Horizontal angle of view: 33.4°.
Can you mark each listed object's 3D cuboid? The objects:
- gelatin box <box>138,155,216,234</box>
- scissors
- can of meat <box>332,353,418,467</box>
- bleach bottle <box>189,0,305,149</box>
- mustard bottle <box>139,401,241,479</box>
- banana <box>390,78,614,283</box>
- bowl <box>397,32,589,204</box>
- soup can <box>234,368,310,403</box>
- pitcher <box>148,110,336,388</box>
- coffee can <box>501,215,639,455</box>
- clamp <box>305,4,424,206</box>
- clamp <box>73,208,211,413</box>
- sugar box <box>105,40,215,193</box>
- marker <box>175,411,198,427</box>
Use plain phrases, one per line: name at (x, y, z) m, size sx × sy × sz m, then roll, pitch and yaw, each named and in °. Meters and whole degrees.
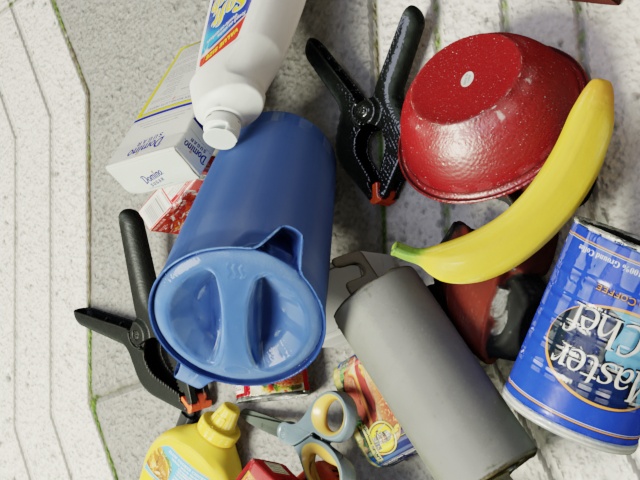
gelatin box at (-0.121, -0.043, 1.037) m, size 0.089 × 0.073 × 0.030 m, roll -45°, pitch 62°, yaw 24°
scissors at (-0.019, 0.153, 0.933) m, size 0.202 × 0.016 × 0.096 m, roll 34°, pitch 112°, yaw 57°
can of meat at (0.067, 0.128, 0.887) m, size 0.084 × 0.057 × 0.102 m, roll -35°, pitch 65°, yaw 33°
bleach bottle at (-0.059, -0.191, 0.944) m, size 0.103 × 0.068 × 0.250 m, roll -18°, pitch 48°, yaw 37°
mustard bottle at (-0.129, 0.235, 1.022) m, size 0.096 × 0.058 × 0.192 m, roll 36°, pitch 107°, yaw 19°
banana at (0.145, -0.029, 0.764) m, size 0.198 × 0.037 × 0.069 m, roll -40°, pitch 98°, yaw 8°
bowl at (0.122, -0.108, 0.824) m, size 0.162 × 0.055 × 0.162 m, roll -20°, pitch 47°, yaw 22°
soup can at (-0.048, 0.094, 0.971) m, size 0.069 × 0.068 × 0.102 m, roll -15°, pitch 76°, yaw 36°
pitcher at (-0.056, 0.001, 0.885) m, size 0.149 × 0.242 × 0.145 m, roll -11°, pitch 123°, yaw 14°
coffee can at (0.203, 0.066, 0.759) m, size 0.103 × 0.102 × 0.140 m, roll 28°, pitch 102°, yaw 36°
clamp at (0.053, -0.119, 0.933) m, size 0.120 × 0.039 × 0.171 m, roll -23°, pitch 78°, yaw 38°
clamp at (-0.172, 0.082, 1.075) m, size 0.210 × 0.036 × 0.165 m, roll 45°, pitch 127°, yaw 30°
sugar box at (-0.123, -0.123, 1.006) m, size 0.094 × 0.048 × 0.176 m, roll -10°, pitch 44°, yaw 37°
marker at (-0.152, 0.220, 1.069) m, size 0.020 × 0.020 × 0.121 m, roll 35°, pitch 107°, yaw 34°
